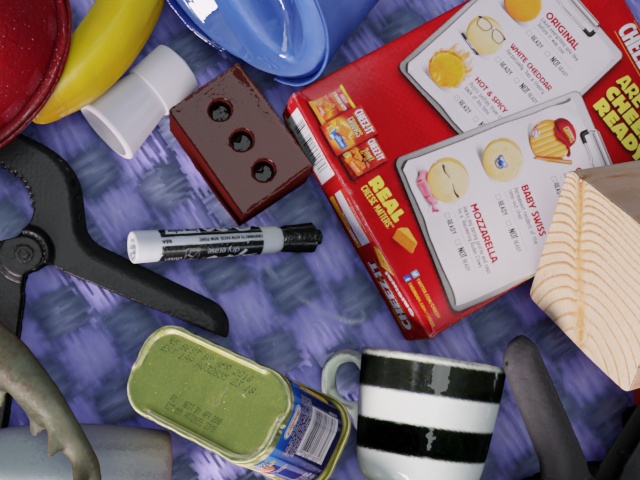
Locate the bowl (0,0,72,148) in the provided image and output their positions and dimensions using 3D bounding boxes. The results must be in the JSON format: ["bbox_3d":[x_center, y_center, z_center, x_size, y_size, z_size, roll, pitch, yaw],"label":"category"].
[{"bbox_3d":[-0.223,-0.117,0.592,0.162,0.055,0.162,-5,68,12],"label":"bowl"}]

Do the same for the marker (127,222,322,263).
[{"bbox_3d":[-0.054,0.001,0.636,0.120,0.020,0.020,-3,83,-27],"label":"marker"}]

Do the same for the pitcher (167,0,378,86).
[{"bbox_3d":[0.018,-0.220,0.614,0.145,0.149,0.242,47,66,-17],"label":"pitcher"}]

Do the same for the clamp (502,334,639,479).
[{"bbox_3d":[0.144,0.136,0.597,0.120,0.039,0.171,18,73,-10],"label":"clamp"}]

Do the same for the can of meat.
[{"bbox_3d":[-0.045,0.092,0.589,0.102,0.083,0.057,20,79,27],"label":"can of meat"}]

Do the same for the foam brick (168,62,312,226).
[{"bbox_3d":[-0.049,-0.056,0.644,0.053,0.051,0.078,-36,90,-11],"label":"foam brick"}]

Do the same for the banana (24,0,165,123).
[{"bbox_3d":[-0.125,-0.153,0.640,0.069,0.037,0.198,3,66,4],"label":"banana"}]

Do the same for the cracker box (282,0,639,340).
[{"bbox_3d":[0.107,-0.061,0.658,0.213,0.072,0.164,-30,89,-12],"label":"cracker box"}]

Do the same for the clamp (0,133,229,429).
[{"bbox_3d":[-0.160,0.008,0.627,0.164,0.036,0.210,-23,90,-11],"label":"clamp"}]
